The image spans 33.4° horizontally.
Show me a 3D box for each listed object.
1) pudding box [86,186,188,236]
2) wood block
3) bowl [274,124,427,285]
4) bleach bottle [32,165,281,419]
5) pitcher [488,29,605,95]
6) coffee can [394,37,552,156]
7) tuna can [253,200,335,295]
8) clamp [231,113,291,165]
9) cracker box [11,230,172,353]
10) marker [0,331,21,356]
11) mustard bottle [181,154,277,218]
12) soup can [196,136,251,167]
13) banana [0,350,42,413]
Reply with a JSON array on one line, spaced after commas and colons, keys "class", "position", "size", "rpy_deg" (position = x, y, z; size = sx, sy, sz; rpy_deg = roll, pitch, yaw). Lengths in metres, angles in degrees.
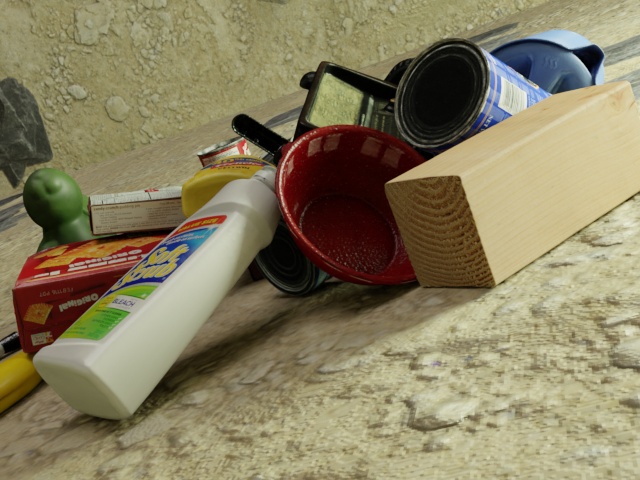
[{"class": "pudding box", "position": [-0.197, -0.032, 1.169], "size": [0.113, 0.039, 0.090], "rpy_deg": [-7, 11, -11]}, {"class": "wood block", "position": [0.164, -0.047, 0.855], "size": [0.205, 0.091, 0.090], "rpy_deg": [-29, 15, -32]}, {"class": "bowl", "position": [0.032, -0.019, 0.900], "size": [0.161, 0.162, 0.055], "rpy_deg": [-30, -19, -35]}, {"class": "bleach bottle", "position": [-0.114, 0.030, 0.867], "size": [0.103, 0.068, 0.250], "rpy_deg": [-2, 41, 49]}, {"class": "pitcher", "position": [0.234, -0.156, 1.153], "size": [0.149, 0.145, 0.242], "rpy_deg": [7, 18, 17]}, {"class": "coffee can", "position": [0.150, -0.110, 0.969], "size": [0.103, 0.103, 0.140], "rpy_deg": [-10, -22, 42]}, {"class": "tuna can", "position": [-0.025, 0.006, 0.953], "size": [0.033, 0.086, 0.086], "rpy_deg": [-33, 17, -38]}, {"class": "clamp", "position": [-0.025, -0.093, 1.225], "size": [0.039, 0.171, 0.120], "rpy_deg": [-52, 49, 9]}, {"class": "cracker box", "position": [-0.219, 0.043, 1.082], "size": [0.164, 0.072, 0.214], "rpy_deg": [-12, 9, -10]}, {"class": "marker", "position": [-0.370, 0.130, 1.142], "size": [0.120, 0.020, 0.020], "rpy_deg": [-30, 15, -35]}, {"class": "mustard bottle", "position": [-0.087, -0.056, 1.125], "size": [0.096, 0.058, 0.191], "rpy_deg": [-3, 11, 1]}, {"class": "soup can", "position": [-0.116, -0.081, 1.430], "size": [0.068, 0.102, 0.068], "rpy_deg": [-20, 12, 4]}, {"class": "banana", "position": [-0.304, 0.140, 0.952], "size": [0.070, 0.037, 0.197], "rpy_deg": [-9, 17, 42]}]
